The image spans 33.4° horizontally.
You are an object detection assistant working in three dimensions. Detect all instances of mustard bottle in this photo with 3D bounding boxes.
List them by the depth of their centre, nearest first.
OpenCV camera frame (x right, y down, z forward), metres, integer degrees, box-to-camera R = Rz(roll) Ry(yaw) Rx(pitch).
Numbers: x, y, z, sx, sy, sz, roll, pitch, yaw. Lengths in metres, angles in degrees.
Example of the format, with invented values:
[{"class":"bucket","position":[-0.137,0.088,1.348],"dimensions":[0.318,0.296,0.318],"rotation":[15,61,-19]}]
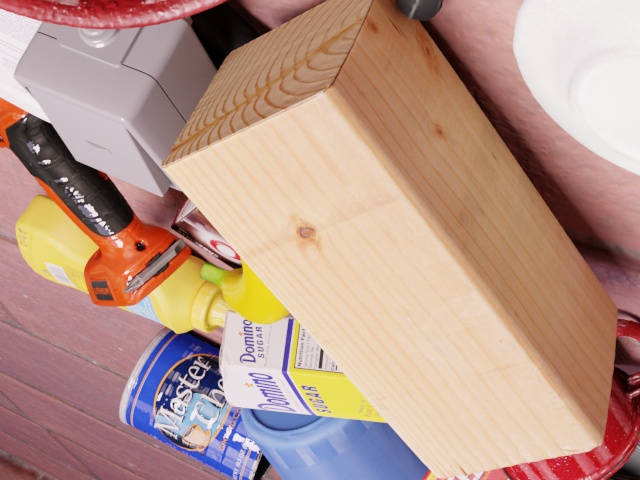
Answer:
[{"class":"mustard bottle","position":[-0.144,0.028,0.842],"dimensions":[0.192,0.058,0.096],"rotation":[21,154,22]}]

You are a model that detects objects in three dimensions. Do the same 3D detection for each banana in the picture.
[{"class":"banana","position":[-0.038,0.010,0.604],"dimensions":[0.069,0.037,0.198],"rotation":[26,157,1]}]

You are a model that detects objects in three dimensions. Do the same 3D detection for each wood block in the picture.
[{"class":"wood block","position":[0.041,0.002,0.470],"dimensions":[0.091,0.090,0.206],"rotation":[-20,122,35]}]

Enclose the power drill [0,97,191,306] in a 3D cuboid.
[{"class":"power drill","position":[-0.179,-0.041,0.703],"dimensions":[0.187,0.057,0.185],"rotation":[52,158,-16]}]

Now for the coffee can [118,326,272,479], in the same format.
[{"class":"coffee can","position":[-0.101,0.155,0.994],"dimensions":[0.140,0.102,0.103],"rotation":[25,157,11]}]

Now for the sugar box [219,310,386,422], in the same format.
[{"class":"sugar box","position":[0.024,0.089,0.710],"dimensions":[0.176,0.048,0.093],"rotation":[3,155,2]}]

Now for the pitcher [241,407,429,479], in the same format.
[{"class":"pitcher","position":[0.033,0.175,0.868],"dimensions":[0.149,0.145,0.242],"rotation":[-3,138,33]}]

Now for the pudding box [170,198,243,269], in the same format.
[{"class":"pudding box","position":[-0.030,0.000,0.676],"dimensions":[0.113,0.039,0.090],"rotation":[36,158,-12]}]
